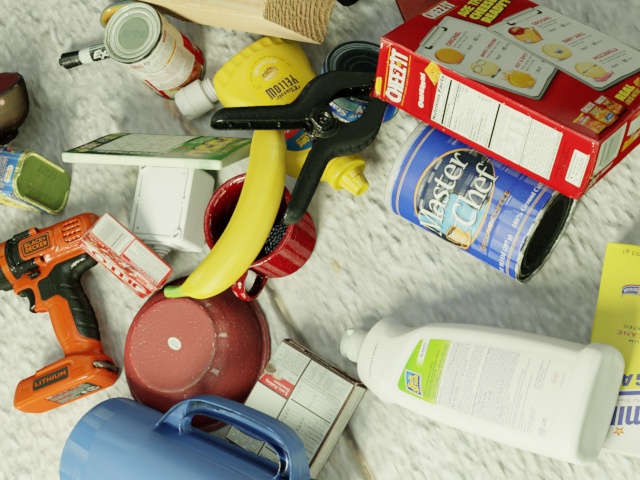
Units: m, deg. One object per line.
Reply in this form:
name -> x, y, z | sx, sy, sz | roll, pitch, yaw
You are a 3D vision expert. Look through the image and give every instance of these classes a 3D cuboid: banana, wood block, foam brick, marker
banana -> -0.074, -0.023, 0.972 | 0.070, 0.037, 0.198 | 29, 87, 22
wood block -> -0.088, -0.260, 1.051 | 0.206, 0.090, 0.090 | 18, 95, 40
foam brick -> 0.099, -0.243, 1.048 | 0.051, 0.053, 0.078 | -25, 69, 13
marker -> -0.236, -0.211, 1.182 | 0.121, 0.020, 0.020 | -11, 73, 17

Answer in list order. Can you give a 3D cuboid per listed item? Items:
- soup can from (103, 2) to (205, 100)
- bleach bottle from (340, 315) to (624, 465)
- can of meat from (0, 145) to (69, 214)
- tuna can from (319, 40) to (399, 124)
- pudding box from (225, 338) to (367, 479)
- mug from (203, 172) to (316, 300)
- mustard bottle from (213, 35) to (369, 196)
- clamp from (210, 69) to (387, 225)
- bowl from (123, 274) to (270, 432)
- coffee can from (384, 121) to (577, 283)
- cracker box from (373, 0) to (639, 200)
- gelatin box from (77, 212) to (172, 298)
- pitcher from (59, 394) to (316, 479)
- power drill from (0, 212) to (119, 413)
soup can -> -0.171, -0.196, 1.109 | 0.069, 0.102, 0.068 | -5, 75, 19
bleach bottle -> 0.126, 0.110, 0.922 | 0.251, 0.068, 0.102 | 14, 84, 38
can of meat -> -0.327, -0.066, 1.134 | 0.084, 0.102, 0.057 | 10, 80, 20
tuna can -> 0.041, -0.153, 1.032 | 0.086, 0.034, 0.086 | 7, 54, -10
pudding box -> -0.023, 0.161, 0.997 | 0.090, 0.039, 0.113 | 30, 90, 22
mug -> -0.057, 0.001, 1.027 | 0.093, 0.081, 0.117 | 9, 79, 22
mustard bottle -> -0.017, -0.115, 1.053 | 0.096, 0.058, 0.192 | -34, 67, -14
clamp -> 0.000, -0.092, 0.958 | 0.171, 0.039, 0.120 | -26, 89, -16
bowl -> -0.133, 0.106, 1.043 | 0.162, 0.055, 0.162 | -5, 75, 18
coffee can -> 0.143, -0.039, 0.952 | 0.140, 0.102, 0.103 | 30, 88, 24
cracker box -> 0.179, -0.138, 0.938 | 0.214, 0.072, 0.163 | 31, 46, 25
gelatin box -> -0.194, 0.017, 1.057 | 0.089, 0.073, 0.030 | 42, 68, -10
pitcher -> -0.115, 0.222, 0.957 | 0.243, 0.145, 0.149 | 20, 63, 31
power drill -> -0.294, 0.079, 1.107 | 0.184, 0.057, 0.188 | -22, 70, 14
